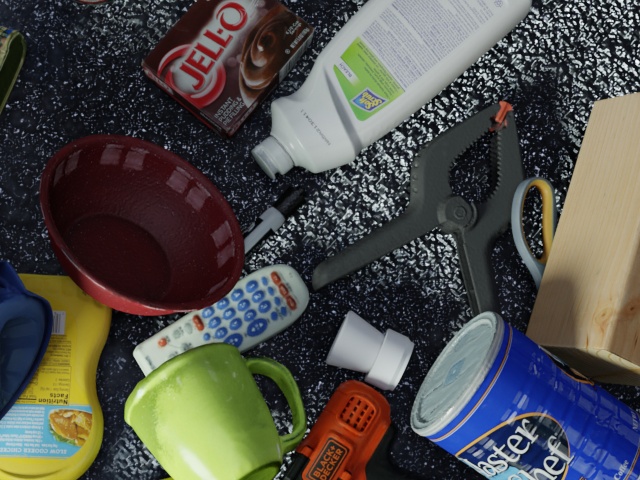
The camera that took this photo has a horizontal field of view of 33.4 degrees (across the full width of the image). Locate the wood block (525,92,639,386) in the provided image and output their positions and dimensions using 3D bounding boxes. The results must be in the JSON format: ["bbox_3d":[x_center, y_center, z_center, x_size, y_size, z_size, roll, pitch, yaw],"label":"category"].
[{"bbox_3d":[0.240,-0.001,0.806,0.090,0.091,0.206,25,76,-27],"label":"wood block"}]

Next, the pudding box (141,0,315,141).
[{"bbox_3d":[-0.073,-0.150,0.857,0.090,0.039,0.113,38,78,5],"label":"pudding box"}]

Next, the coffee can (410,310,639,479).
[{"bbox_3d":[0.151,0.131,0.768,0.140,0.103,0.102,34,78,-7],"label":"coffee can"}]

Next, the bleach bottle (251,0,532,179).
[{"bbox_3d":[0.045,-0.143,0.853,0.250,0.068,0.102,-39,83,-8],"label":"bleach bottle"}]

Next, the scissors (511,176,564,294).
[{"bbox_3d":[0.195,0.047,0.842,0.096,0.016,0.202,-12,94,-26],"label":"scissors"}]

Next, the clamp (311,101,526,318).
[{"bbox_3d":[0.112,-0.009,0.840,0.164,0.036,0.210,33,77,-3],"label":"clamp"}]

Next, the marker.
[{"bbox_3d":[-0.055,0.001,0.836,0.020,0.020,0.121,44,79,6],"label":"marker"}]

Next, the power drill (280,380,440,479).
[{"bbox_3d":[0.047,0.221,0.776,0.187,0.057,0.184,32,78,3],"label":"power drill"}]

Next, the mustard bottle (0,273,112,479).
[{"bbox_3d":[-0.206,0.123,0.780,0.096,0.058,0.191,4,77,-9],"label":"mustard bottle"}]

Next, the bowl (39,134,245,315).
[{"bbox_3d":[-0.139,-0.001,0.790,0.162,0.055,0.162,22,42,-22],"label":"bowl"}]
